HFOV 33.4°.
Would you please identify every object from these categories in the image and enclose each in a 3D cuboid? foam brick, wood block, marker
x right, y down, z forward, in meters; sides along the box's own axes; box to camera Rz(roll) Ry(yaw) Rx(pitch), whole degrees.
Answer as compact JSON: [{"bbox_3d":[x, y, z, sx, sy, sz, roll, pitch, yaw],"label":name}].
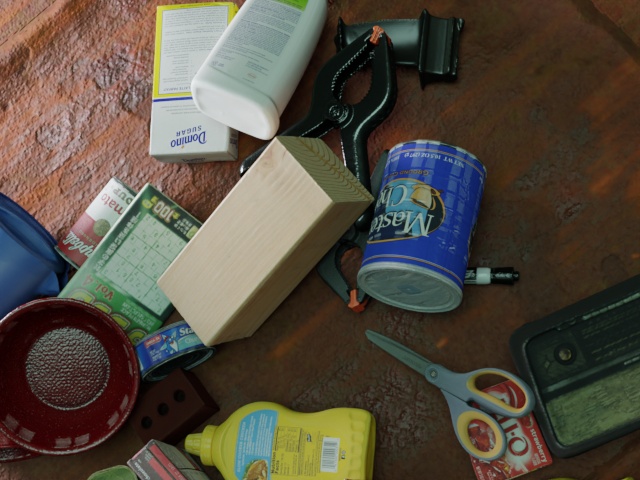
[{"bbox_3d":[-0.155,0.177,1.108,0.078,0.051,0.053,-40,71,2],"label":"foam brick"},{"bbox_3d":[-0.057,0.001,1.067,0.091,0.090,0.206,49,114,18],"label":"wood block"},{"bbox_3d":[0.141,0.036,1.087,0.121,0.020,0.020,0,77,14],"label":"marker"}]

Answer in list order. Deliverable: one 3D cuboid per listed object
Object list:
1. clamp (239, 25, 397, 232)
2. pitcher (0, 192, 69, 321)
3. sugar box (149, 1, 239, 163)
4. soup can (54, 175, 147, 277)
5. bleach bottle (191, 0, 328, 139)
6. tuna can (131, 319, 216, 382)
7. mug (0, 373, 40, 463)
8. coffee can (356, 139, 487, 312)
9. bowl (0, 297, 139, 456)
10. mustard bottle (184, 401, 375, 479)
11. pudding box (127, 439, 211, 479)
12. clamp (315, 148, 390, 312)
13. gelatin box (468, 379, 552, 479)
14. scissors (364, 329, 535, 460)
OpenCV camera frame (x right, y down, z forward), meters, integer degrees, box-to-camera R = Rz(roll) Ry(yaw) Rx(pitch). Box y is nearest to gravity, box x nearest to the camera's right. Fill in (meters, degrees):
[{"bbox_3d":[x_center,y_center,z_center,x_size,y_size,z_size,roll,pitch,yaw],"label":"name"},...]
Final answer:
[{"bbox_3d":[0.012,-0.127,1.116,0.165,0.036,0.210,17,84,25],"label":"clamp"},{"bbox_3d":[-0.407,0.058,1.159,0.243,0.144,0.149,-44,40,4],"label":"pitcher"},{"bbox_3d":[-0.137,-0.175,1.191,0.093,0.048,0.176,-1,81,13],"label":"sugar box"},{"bbox_3d":[-0.230,-0.011,1.162,0.068,0.068,0.102,38,87,18],"label":"soup can"},{"bbox_3d":[-0.037,-0.231,1.147,0.103,0.068,0.250,24,65,13],"label":"bleach bottle"},{"bbox_3d":[-0.152,0.114,1.104,0.086,0.086,0.034,-27,74,6],"label":"tuna can"},{"bbox_3d":[-0.350,0.192,1.140,0.117,0.093,0.081,-27,62,44],"label":"mug"},{"bbox_3d":[0.101,-0.013,1.050,0.103,0.103,0.140,9,66,15],"label":"coffee can"},{"bbox_3d":[-0.264,0.135,1.093,0.162,0.055,0.162,0,94,-3],"label":"bowl"},{"bbox_3d":[-0.044,0.211,1.070,0.192,0.058,0.096,2,76,14],"label":"mustard bottle"},{"bbox_3d":[-0.135,0.245,1.055,0.039,0.113,0.090,-44,71,-3],"label":"pudding box"},{"bbox_3d":[0.038,-0.014,1.113,0.120,0.039,0.171,-21,72,18],"label":"clamp"},{"bbox_3d":[0.175,0.187,1.038,0.073,0.030,0.089,-22,73,7],"label":"gelatin box"},{"bbox_3d":[0.116,0.151,1.040,0.202,0.016,0.096,9,89,40],"label":"scissors"}]
